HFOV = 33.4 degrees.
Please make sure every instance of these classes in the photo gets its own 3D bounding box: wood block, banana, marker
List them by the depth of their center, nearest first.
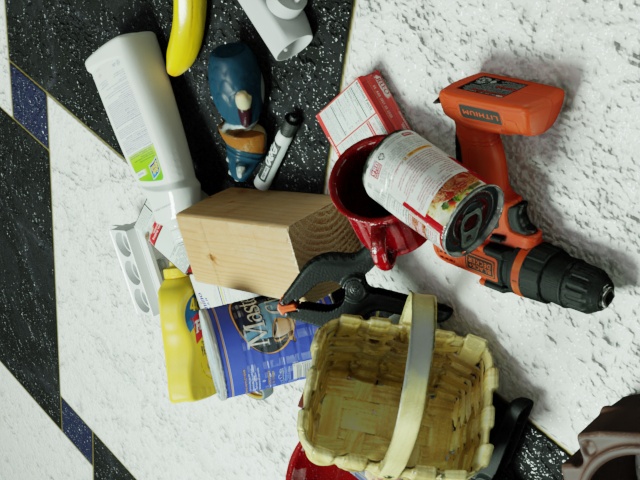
[{"bbox_3d":[-0.046,-0.097,1.160,0.020,0.020,0.121,51,143,16],"label":"marker"},{"bbox_3d":[-0.149,-0.262,1.173,0.070,0.037,0.198,50,145,47],"label":"banana"},{"bbox_3d":[-0.058,0.001,1.178,0.207,0.090,0.091,8,119,49],"label":"wood block"}]

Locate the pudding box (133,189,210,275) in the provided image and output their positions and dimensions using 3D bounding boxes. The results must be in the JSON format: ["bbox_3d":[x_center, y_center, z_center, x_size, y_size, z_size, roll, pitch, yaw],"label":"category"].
[{"bbox_3d":[-0.172,-0.023,1.321,0.114,0.039,0.090,38,110,28],"label":"pudding box"}]

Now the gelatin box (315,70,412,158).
[{"bbox_3d":[0.042,-0.112,1.030,0.073,0.030,0.089,61,144,5],"label":"gelatin box"}]

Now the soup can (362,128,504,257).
[{"bbox_3d":[0.092,-0.041,0.885,0.102,0.068,0.068,39,138,35],"label":"soup can"}]

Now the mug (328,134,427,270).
[{"bbox_3d":[0.062,-0.027,0.980,0.093,0.117,0.081,-5,151,15],"label":"mug"}]

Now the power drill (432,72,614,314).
[{"bbox_3d":[0.166,-0.038,0.897,0.185,0.057,0.188,21,128,43],"label":"power drill"}]

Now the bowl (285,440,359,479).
[{"bbox_3d":[0.035,0.290,1.241,0.162,0.055,0.162,-10,75,40],"label":"bowl"}]

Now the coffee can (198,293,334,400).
[{"bbox_3d":[-0.053,0.109,1.169,0.103,0.140,0.103,167,90,-80],"label":"coffee can"}]

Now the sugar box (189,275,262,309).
[{"bbox_3d":[-0.086,0.080,1.302,0.177,0.048,0.093,6,116,54],"label":"sugar box"}]

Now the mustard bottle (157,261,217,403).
[{"bbox_3d":[-0.174,0.109,1.384,0.058,0.096,0.191,-7,91,18],"label":"mustard bottle"}]

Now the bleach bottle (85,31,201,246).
[{"bbox_3d":[-0.201,-0.114,1.271,0.103,0.067,0.251,-20,87,51],"label":"bleach bottle"}]

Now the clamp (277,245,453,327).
[{"bbox_3d":[0.045,0.051,1.058,0.172,0.039,0.120,-25,94,15],"label":"clamp"}]

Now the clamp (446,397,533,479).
[{"bbox_3d":[0.185,0.251,1.076,0.164,0.036,0.210,60,147,5],"label":"clamp"}]
